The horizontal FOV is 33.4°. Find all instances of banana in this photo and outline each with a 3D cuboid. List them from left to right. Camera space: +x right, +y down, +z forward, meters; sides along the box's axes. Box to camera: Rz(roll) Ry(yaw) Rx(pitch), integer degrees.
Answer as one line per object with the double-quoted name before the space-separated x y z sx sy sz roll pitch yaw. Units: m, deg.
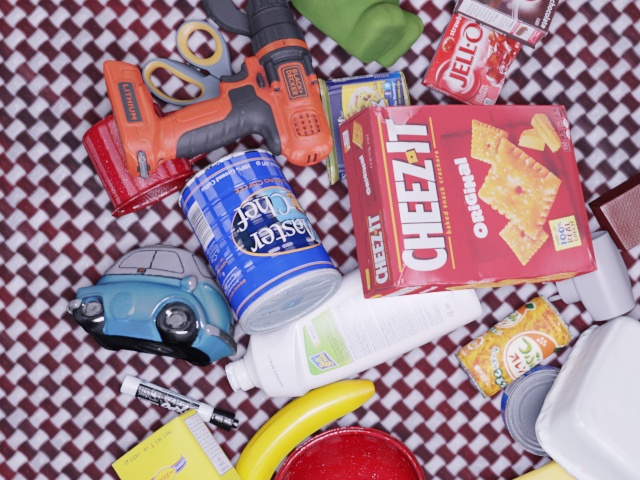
"banana" -0.030 0.201 1.056 0.069 0.037 0.198 37 94 -21

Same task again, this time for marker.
"marker" -0.139 0.162 1.059 0.121 0.020 0.020 20 93 -2

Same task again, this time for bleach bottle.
"bleach bottle" 0.024 0.078 1.035 0.251 0.068 0.102 -23 90 4

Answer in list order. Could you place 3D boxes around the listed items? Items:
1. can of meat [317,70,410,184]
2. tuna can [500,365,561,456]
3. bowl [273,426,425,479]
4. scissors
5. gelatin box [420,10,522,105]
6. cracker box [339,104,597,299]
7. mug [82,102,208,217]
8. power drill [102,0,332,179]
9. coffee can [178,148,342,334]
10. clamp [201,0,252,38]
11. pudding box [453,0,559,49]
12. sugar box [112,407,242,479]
"can of meat" 0.044 -0.110 1.027 0.084 0.057 0.102 -8 94 -2
"tuna can" 0.222 0.167 1.054 0.086 0.034 0.086 0 93 -1
"bowl" 0.032 0.265 1.032 0.162 0.055 0.162 -2 103 -10
"scissors" -0.073 -0.150 1.022 0.202 0.016 0.096 17 85 12
"gelatin box" 0.149 -0.177 1.036 0.073 0.030 0.089 25 92 -1
"cracker box" 0.136 -0.039 0.970 0.213 0.072 0.164 -3 79 -25
"mug" -0.163 -0.084 1.013 0.117 0.093 0.081 -27 88 -9
"power drill" -0.095 -0.139 0.958 0.187 0.057 0.184 -13 67 -9
"coffee can" -0.056 0.001 0.986 0.103 0.102 0.140 -29 70 1
"clamp" -0.101 -0.255 1.026 0.120 0.039 0.171 -31 93 3
"pudding box" 0.185 -0.250 1.012 0.090 0.039 0.113 23 73 -1
"sugar box" -0.114 0.262 1.030 0.093 0.048 0.176 -38 81 18
